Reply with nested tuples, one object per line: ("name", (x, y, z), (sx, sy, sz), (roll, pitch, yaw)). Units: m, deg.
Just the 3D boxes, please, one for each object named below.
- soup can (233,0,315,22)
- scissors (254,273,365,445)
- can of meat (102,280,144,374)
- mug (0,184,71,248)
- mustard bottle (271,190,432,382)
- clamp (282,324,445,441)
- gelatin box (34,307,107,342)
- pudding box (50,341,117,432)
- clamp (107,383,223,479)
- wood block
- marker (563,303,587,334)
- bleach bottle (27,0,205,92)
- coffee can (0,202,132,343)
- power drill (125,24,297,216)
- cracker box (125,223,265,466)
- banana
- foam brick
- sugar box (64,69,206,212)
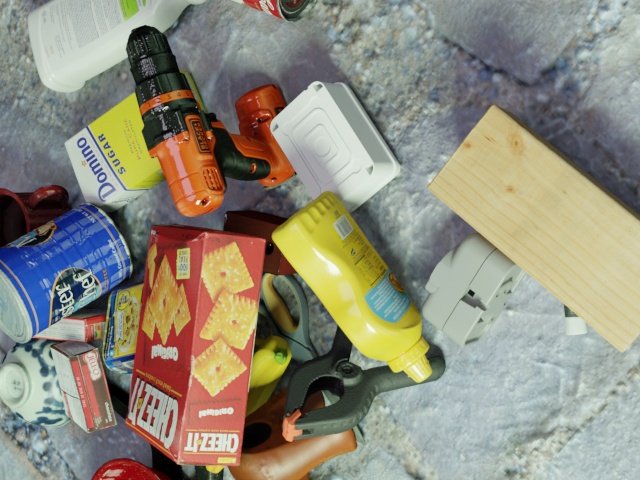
("soup can", (-0.060, -0.266, 1.069), (0.102, 0.068, 0.068), (26, 106, 28))
("scissors", (-0.026, 0.129, 1.105), (0.096, 0.016, 0.202), (-27, 79, 32))
("can of meat", (-0.190, 0.093, 1.164), (0.084, 0.057, 0.102), (-17, 60, 40))
("mug", (-0.338, -0.024, 1.250), (0.117, 0.081, 0.093), (-48, 69, 25))
("mustard bottle", (0.039, 0.049, 0.974), (0.058, 0.096, 0.191), (-36, 93, 26))
("clamp", (0.021, 0.122, 1.004), (0.120, 0.171, 0.039), (39, 141, 35))
("gelatin box", (-0.275, 0.097, 1.224), (0.089, 0.073, 0.030), (1, 94, 32))
("pudding box", (-0.268, 0.161, 1.204), (0.114, 0.039, 0.090), (4, 107, 63))
("clamp", (-0.167, 0.221, 1.186), (0.165, 0.036, 0.210), (-24, 77, 32))
("wood block", (0.202, -0.012, 0.887), (0.206, 0.090, 0.090), (41, 105, 14))
("marker", (0.220, 0.022, 0.942), (0.020, 0.020, 0.121), (-6, 90, 32))
("bleach bottle", (-0.207, -0.251, 1.166), (0.251, 0.068, 0.102), (-18, 84, 29))
("coffee can", (-0.293, 0.034, 1.174), (0.103, 0.140, 0.103), (33, 140, 32))
("power drill", (-0.102, -0.116, 1.036), (0.057, 0.187, 0.184), (-22, 83, 33))
("cracker box", (-0.126, 0.094, 1.036), (0.164, 0.072, 0.214), (9, 91, 63))
("banana", (-0.073, 0.159, 1.097), (0.037, 0.069, 0.198), (32, 126, 5))
("foam brick", (-0.057, 0.001, 1.095), (0.078, 0.051, 0.053), (14, 100, 31))
("sugar box", (-0.202, -0.107, 1.181), (0.176, 0.048, 0.093), (-29, 79, 29))
